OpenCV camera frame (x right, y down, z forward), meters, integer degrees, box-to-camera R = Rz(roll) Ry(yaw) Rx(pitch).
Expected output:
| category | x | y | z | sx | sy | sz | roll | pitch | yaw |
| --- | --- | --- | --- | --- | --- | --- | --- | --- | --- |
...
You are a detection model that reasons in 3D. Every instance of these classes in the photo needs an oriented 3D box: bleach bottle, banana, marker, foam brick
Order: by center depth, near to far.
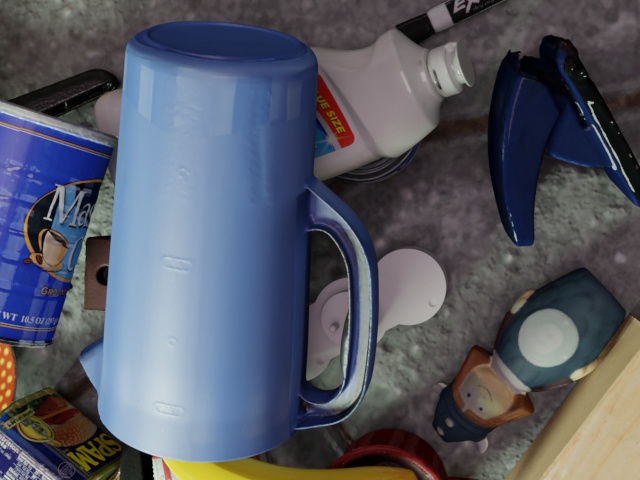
| category | x | y | z | sx | sy | sz | roll | pitch | yaw |
| --- | --- | --- | --- | --- | --- | --- | --- | --- | --- |
| banana | -0.036 | 0.146 | 0.684 | 0.198 | 0.037 | 0.069 | 19 | 89 | 23 |
| bleach bottle | -0.024 | -0.085 | 0.697 | 0.251 | 0.068 | 0.102 | -16 | 91 | 26 |
| marker | 0.105 | -0.163 | 0.730 | 0.121 | 0.020 | 0.020 | -25 | 89 | 9 |
| foam brick | -0.124 | 0.024 | 0.759 | 0.078 | 0.051 | 0.053 | 3 | 93 | 9 |

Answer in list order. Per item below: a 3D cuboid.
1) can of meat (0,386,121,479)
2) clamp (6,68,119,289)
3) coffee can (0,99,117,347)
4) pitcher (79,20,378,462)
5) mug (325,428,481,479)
| category | x | y | z | sx | sy | sz | roll | pitch | yaw |
| --- | --- | --- | --- | --- | --- | --- | --- | --- | --- |
| can of meat | -0.189 | 0.154 | 0.752 | 0.084 | 0.102 | 0.057 | 37 | 99 | 7 |
| clamp | -0.255 | -0.049 | 0.753 | 0.210 | 0.036 | 0.164 | 4 | 78 | -3 |
| coffee can | -0.199 | -0.015 | 0.678 | 0.103 | 0.102 | 0.140 | 18 | 92 | 7 |
| pitcher | -0.054 | 0.001 | 0.636 | 0.149 | 0.145 | 0.243 | -7 | 116 | -29 |
| mug | 0.057 | 0.174 | 0.723 | 0.117 | 0.081 | 0.093 | -8 | 92 | 9 |
